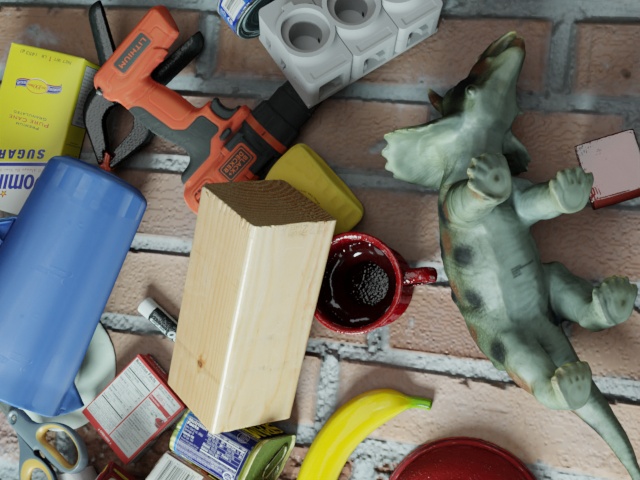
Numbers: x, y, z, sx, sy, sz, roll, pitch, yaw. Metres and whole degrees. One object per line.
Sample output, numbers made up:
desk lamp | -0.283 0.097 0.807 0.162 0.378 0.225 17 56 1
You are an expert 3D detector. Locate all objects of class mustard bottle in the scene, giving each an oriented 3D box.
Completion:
mustard bottle | -0.057 0.001 1.038 0.192 0.058 0.096 -42 97 12

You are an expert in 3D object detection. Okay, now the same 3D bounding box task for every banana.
banana | 0.020 0.209 1.011 0.070 0.037 0.198 39 98 16

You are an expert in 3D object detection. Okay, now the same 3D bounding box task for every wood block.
wood block | -0.066 0.058 0.962 0.091 0.090 0.206 38 124 44

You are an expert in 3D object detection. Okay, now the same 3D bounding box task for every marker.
marker | -0.136 0.102 1.077 0.121 0.020 0.020 40 98 16

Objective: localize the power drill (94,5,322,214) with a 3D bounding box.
power drill | -0.112 -0.141 1.046 0.187 0.057 0.184 43 96 0

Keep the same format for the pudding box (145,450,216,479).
pudding box | -0.104 0.252 1.017 0.114 0.090 0.039 30 70 18

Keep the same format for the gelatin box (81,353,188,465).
gelatin box | -0.185 0.170 1.080 0.089 0.030 0.073 -45 77 6

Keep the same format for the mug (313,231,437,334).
mug | 0.051 0.039 0.991 0.117 0.081 0.093 -12 83 16

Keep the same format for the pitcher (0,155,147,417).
pitcher | -0.278 0.039 1.053 0.145 0.149 0.243 19 80 32

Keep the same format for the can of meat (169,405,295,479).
can of meat | -0.083 0.192 1.012 0.084 0.102 0.057 26 94 19

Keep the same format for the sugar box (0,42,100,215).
sugar box | -0.301 -0.113 1.131 0.093 0.048 0.176 14 89 16

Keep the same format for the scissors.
scissors | -0.315 0.205 1.101 0.202 0.016 0.096 19 89 35

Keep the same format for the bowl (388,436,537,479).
bowl | 0.125 0.262 0.965 0.162 0.055 0.162 -1 86 17

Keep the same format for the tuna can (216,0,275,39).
tuna can | -0.057 -0.237 1.043 0.086 0.086 0.034 -39 78 11

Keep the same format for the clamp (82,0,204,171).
clamp | -0.206 -0.159 1.099 0.120 0.039 0.171 26 92 3
